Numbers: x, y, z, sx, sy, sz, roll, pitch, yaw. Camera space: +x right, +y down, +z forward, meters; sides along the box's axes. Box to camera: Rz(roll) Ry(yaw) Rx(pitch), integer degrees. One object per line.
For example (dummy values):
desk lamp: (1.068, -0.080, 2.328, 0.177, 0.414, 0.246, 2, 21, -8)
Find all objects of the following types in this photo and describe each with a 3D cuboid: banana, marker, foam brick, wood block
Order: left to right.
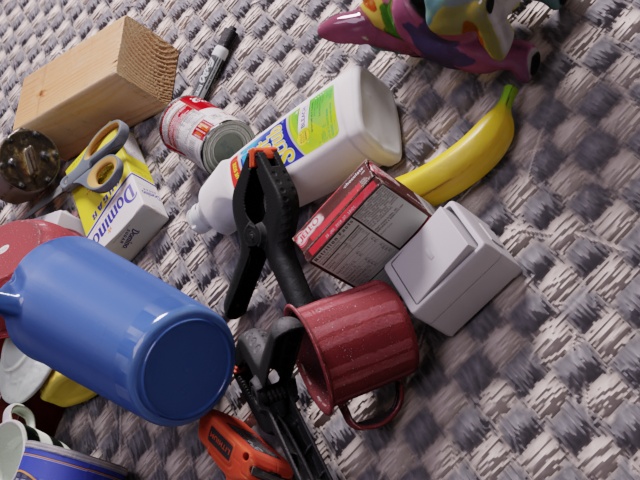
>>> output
foam brick: (-0.324, 0.195, 1.178, 0.053, 0.051, 0.078, 5, 70, 47)
wood block: (-0.284, -0.188, 1.345, 0.207, 0.090, 0.091, -20, 55, 37)
marker: (-0.128, -0.196, 1.244, 0.020, 0.020, 0.121, 18, 80, 49)
banana: (0.095, -0.057, 0.922, 0.198, 0.037, 0.069, -32, 27, 26)

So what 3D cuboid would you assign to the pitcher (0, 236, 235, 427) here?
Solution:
pitcher: (-0.177, 0.084, 0.994, 0.149, 0.145, 0.243, -42, 35, -23)

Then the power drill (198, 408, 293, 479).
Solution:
power drill: (-0.114, 0.245, 0.932, 0.185, 0.057, 0.187, 28, 90, 50)

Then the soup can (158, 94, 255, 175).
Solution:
soup can: (-0.122, -0.111, 1.147, 0.102, 0.068, 0.068, 33, 91, 50)

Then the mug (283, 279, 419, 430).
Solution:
mug: (0.030, 0.092, 0.846, 0.093, 0.081, 0.117, 158, 92, -75)

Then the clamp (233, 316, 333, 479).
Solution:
clamp: (-0.034, 0.136, 0.889, 0.210, 0.036, 0.164, -178, 74, -73)

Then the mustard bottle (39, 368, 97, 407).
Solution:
mustard bottle: (-0.269, 0.082, 1.186, 0.096, 0.058, 0.191, -35, 45, 28)

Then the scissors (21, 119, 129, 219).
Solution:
scissors: (-0.289, -0.059, 1.256, 0.202, 0.016, 0.096, -43, 44, 22)

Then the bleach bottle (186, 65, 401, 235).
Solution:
bleach bottle: (-0.038, -0.066, 1.040, 0.251, 0.068, 0.102, -30, 46, 32)

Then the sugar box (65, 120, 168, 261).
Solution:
sugar box: (-0.242, -0.054, 1.252, 0.093, 0.048, 0.176, -46, 40, 15)

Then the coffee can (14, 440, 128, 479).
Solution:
coffee can: (-0.254, 0.273, 1.018, 0.103, 0.102, 0.140, -3, 65, 45)

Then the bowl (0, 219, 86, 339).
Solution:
bowl: (-0.336, 0.029, 1.175, 0.162, 0.055, 0.162, -15, 43, 14)

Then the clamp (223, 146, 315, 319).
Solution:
clamp: (-0.057, 0.001, 0.997, 0.120, 0.039, 0.171, -10, 85, 41)

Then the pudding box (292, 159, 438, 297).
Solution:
pudding box: (0.047, -0.003, 0.874, 0.090, 0.113, 0.039, -46, 41, 14)
